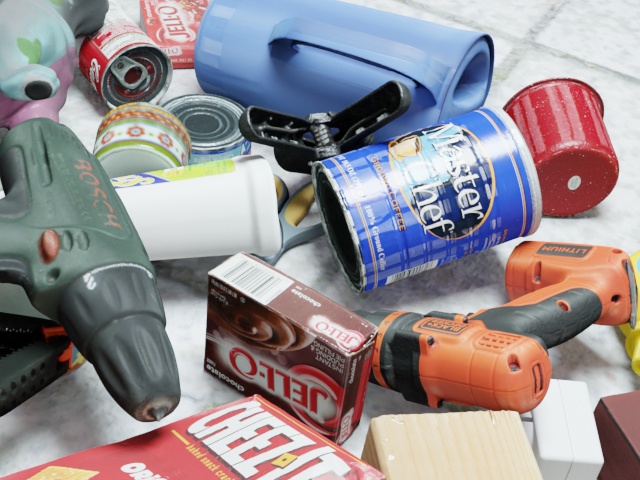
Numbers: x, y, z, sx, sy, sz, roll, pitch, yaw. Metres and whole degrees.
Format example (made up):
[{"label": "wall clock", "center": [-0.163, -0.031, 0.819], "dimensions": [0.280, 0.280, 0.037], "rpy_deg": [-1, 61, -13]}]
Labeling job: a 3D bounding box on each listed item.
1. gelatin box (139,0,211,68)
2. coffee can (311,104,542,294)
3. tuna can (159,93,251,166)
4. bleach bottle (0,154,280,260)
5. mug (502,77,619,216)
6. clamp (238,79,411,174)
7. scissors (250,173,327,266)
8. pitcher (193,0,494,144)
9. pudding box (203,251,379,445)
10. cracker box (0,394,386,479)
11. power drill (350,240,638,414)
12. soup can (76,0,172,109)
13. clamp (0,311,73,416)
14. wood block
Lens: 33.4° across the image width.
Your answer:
[{"label": "gelatin box", "center": [-0.133, -0.200, 1.028], "dimensions": [0.073, 0.030, 0.089], "rpy_deg": [-5, 42, -14]}, {"label": "coffee can", "center": [0.076, -0.031, 0.785], "dimensions": [0.140, 0.103, 0.103], "rpy_deg": [-19, 45, -9]}, {"label": "tuna can", "center": [-0.100, -0.088, 0.900], "dimensions": [0.086, 0.034, 0.086], "rpy_deg": [4, 41, -4]}, {"label": "bleach bottle", "center": [-0.159, -0.013, 0.759], "dimensions": [0.250, 0.068, 0.102], "rpy_deg": [-7, 13, -6]}, {"label": "mug", "center": [0.189, -0.071, 0.894], "dimensions": [0.117, 0.093, 0.081], "rpy_deg": [-20, 44, 15]}, {"label": "clamp", "center": [-0.007, -0.077, 0.802], "dimensions": [0.120, 0.171, 0.039], "rpy_deg": [-3, 78, -9]}, {"label": "scissors", "center": [-0.055, 0.001, 0.817], "dimensions": [0.096, 0.016, 0.201], "rpy_deg": [26, 43, 23]}, {"label": "pitcher", "center": [0.014, -0.145, 0.904], "dimensions": [0.243, 0.149, 0.144], "rpy_deg": [20, 42, 19]}, {"label": "pudding box", "center": [-0.022, 0.070, 0.685], "dimensions": [0.114, 0.090, 0.039], "rpy_deg": [30, 44, 25]}, {"label": "cracker box", "center": [-0.091, 0.154, 0.538], "dimensions": [0.213, 0.072, 0.164], "rpy_deg": [-16, 14, -24]}, {"label": "power drill", "center": [0.111, 0.054, 0.724], "dimensions": [0.187, 0.057, 0.185], "rpy_deg": [-24, 23, -39]}, {"label": "soup can", "center": [-0.185, -0.168, 0.954], "dimensions": [0.068, 0.068, 0.102], "rpy_deg": [-19, 47, -28]}, {"label": "clamp", "center": [-0.241, 0.083, 0.605], "dimensions": [0.209, 0.036, 0.165], "rpy_deg": [-3, 34, -24]}, {"label": "wood block", "center": [0.081, 0.197, 0.554], "dimensions": [0.090, 0.090, 0.206], "rpy_deg": [0, 41, -11]}]
